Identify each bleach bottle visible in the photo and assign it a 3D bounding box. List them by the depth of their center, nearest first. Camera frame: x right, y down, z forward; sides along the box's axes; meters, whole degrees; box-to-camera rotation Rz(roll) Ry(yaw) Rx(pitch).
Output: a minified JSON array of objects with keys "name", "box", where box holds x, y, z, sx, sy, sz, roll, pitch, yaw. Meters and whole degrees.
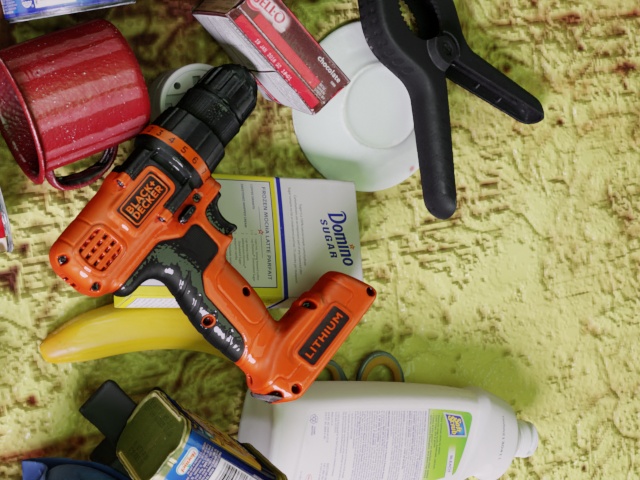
[{"name":"bleach bottle","box":[0.061,0.161,0.823,0.250,0.068,0.102,6,94,-29]}]

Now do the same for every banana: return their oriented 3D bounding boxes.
[{"name":"banana","box":[-0.098,0.074,0.770,0.197,0.037,0.069,17,89,-25]}]

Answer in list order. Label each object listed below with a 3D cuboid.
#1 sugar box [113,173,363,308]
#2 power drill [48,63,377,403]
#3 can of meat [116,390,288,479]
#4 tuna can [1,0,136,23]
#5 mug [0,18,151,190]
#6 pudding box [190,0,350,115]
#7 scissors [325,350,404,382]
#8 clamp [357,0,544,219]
[{"name":"sugar box","box":[-0.058,0.001,0.760,0.176,0.048,0.093,4,74,-27]},{"name":"power drill","box":[-0.055,0.001,0.700,0.187,0.057,0.184,42,73,-12]},{"name":"can of meat","box":[-0.081,0.148,0.701,0.083,0.102,0.057,38,82,-23]},{"name":"tuna can","box":[-0.161,-0.162,0.680,0.086,0.086,0.034,-15,105,-22]},{"name":"mug","box":[-0.162,-0.084,0.696,0.081,0.093,0.117,-25,133,-24]},{"name":"pudding box","box":[-0.036,-0.134,0.725,0.039,0.114,0.090,-45,113,-6]},{"name":"scissors","box":[0.046,0.175,0.861,0.096,0.016,0.202,-29,108,-18]},{"name":"clamp","box":[0.081,-0.130,0.801,0.210,0.036,0.164,53,50,-18]}]
